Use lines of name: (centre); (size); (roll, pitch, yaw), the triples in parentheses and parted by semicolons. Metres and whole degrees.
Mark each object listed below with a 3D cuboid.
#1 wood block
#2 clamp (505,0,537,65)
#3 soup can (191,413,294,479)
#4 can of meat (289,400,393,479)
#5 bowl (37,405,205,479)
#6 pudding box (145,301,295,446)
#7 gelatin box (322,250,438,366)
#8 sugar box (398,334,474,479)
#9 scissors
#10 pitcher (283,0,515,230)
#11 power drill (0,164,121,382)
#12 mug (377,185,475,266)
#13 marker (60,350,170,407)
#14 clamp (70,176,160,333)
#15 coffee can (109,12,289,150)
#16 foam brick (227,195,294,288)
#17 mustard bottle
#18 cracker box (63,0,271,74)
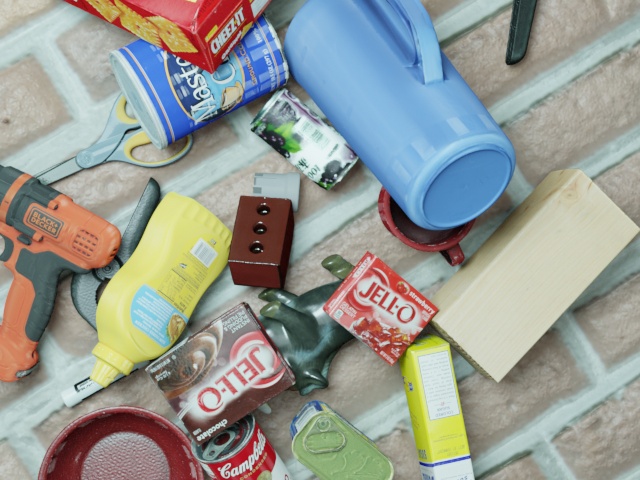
wood block: (0.207, 0.033, 1.075); (0.091, 0.090, 0.206); (44, 87, -6)
clamp: (0.199, -0.307, 1.087); (0.164, 0.036, 0.210); (39, 86, -6)
soup can: (-0.074, 0.222, 1.048); (0.068, 0.068, 0.102); (-31, 122, -4)
can of meat: (0.018, 0.209, 1.066); (0.102, 0.084, 0.057); (40, 88, -6)
bowl: (-0.196, 0.239, 1.060); (0.162, 0.055, 0.162); (0, 92, -6)
pudding box: (-0.093, 0.125, 1.007); (0.113, 0.039, 0.090); (-33, 95, 3)
gelatin box: (0.057, 0.066, 1.029); (0.089, 0.030, 0.073); (41, 87, -19)
sugar box: (0.116, 0.186, 1.070); (0.048, 0.093, 0.176); (-9, 93, -5)
scissors: (-0.229, -0.102, 1.064); (0.201, 0.016, 0.096); (-9, 91, -6)
pitcher: (0.073, -0.132, 0.968); (0.145, 0.149, 0.243); (-43, 51, 13)
power drill: (-0.305, 0.026, 1.021); (0.184, 0.057, 0.188); (28, 103, 4)
mug: (0.109, -0.027, 1.067); (0.093, 0.081, 0.117); (-33, 95, -4)
marker: (-0.203, 0.131, 1.074); (0.121, 0.020, 0.020); (-28, 95, -4)
clamp: (-0.202, 0.019, 1.061); (0.120, 0.039, 0.171); (-15, 98, 0)
coffee can: (-0.116, -0.164, 1.020); (0.140, 0.103, 0.103); (-29, 95, -12)
foam brick: (-0.057, 0.001, 1.046); (0.053, 0.051, 0.078); (4, 59, 6)
mustard bottle: (-0.161, 0.055, 1.024); (0.058, 0.096, 0.191); (21, 73, 36)
cracker box: (-0.140, -0.268, 0.977); (0.214, 0.072, 0.164); (29, 71, 21)
